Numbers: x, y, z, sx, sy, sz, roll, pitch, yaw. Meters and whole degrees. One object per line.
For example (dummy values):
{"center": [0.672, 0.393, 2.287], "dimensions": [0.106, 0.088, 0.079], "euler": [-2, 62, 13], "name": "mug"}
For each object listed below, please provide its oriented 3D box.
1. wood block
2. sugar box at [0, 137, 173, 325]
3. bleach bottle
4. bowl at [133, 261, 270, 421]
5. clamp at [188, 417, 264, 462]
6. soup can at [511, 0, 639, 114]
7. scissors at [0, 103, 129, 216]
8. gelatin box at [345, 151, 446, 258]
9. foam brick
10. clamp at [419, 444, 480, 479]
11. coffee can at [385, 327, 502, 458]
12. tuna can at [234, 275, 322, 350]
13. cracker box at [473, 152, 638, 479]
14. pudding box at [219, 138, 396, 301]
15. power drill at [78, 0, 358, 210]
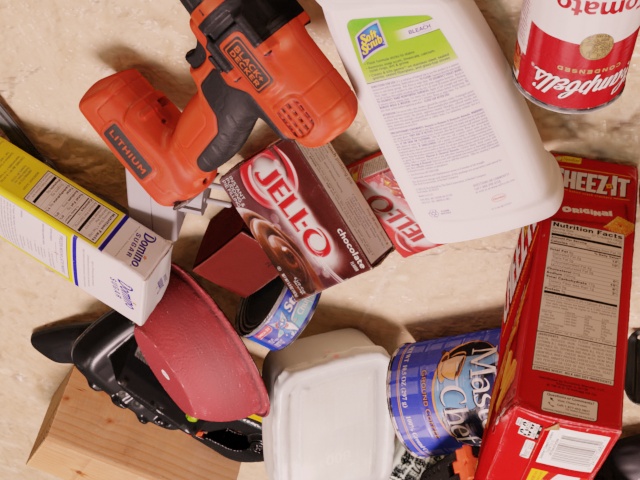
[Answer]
{"center": [-0.196, 0.227, 1.150], "dimensions": [0.206, 0.090, 0.091], "euler": [25, 142, -14], "name": "wood block"}
{"center": [-0.200, -0.010, 0.836], "dimensions": [0.176, 0.048, 0.093], "euler": [30, 152, 3], "name": "sugar box"}
{"center": [0.066, -0.113, 0.646], "dimensions": [0.103, 0.068, 0.250], "euler": [-15, 127, 17], "name": "bleach bottle"}
{"center": [-0.112, 0.099, 0.914], "dimensions": [0.162, 0.055, 0.162], "euler": [47, 158, 25], "name": "bowl"}
{"center": [-0.053, 0.197, 1.107], "dimensions": [0.171, 0.039, 0.120], "euler": [13, 123, 7], "name": "clamp"}
{"center": [0.148, -0.131, 0.600], "dimensions": [0.068, 0.068, 0.102], "euler": [9, 142, 7], "name": "soup can"}
{"center": [-0.203, -0.050, 0.858], "dimensions": [0.096, 0.016, 0.202], "euler": [8, 143, 13], "name": "scissors"}
{"center": [0.067, -0.029, 0.786], "dimensions": [0.073, 0.030, 0.089], "euler": [-20, 131, 37], "name": "gelatin box"}
{"center": [-0.056, 0.001, 0.848], "dimensions": [0.053, 0.051, 0.078], "euler": [31, 140, -22], "name": "foam brick"}
{"center": [0.148, 0.209, 0.922], "dimensions": [0.164, 0.036, 0.210], "euler": [-11, 156, 4], "name": "clamp"}
{"center": [0.141, 0.126, 0.901], "dimensions": [0.141, 0.102, 0.102], "euler": [-14, 135, 32], "name": "coffee can"}
{"center": [-0.033, 0.046, 0.869], "dimensions": [0.033, 0.086, 0.086], "euler": [29, 140, -21], "name": "tuna can"}
{"center": [0.159, 0.072, 0.735], "dimensions": [0.072, 0.213, 0.164], "euler": [12, 142, 6], "name": "cracker box"}
{"center": [-0.011, -0.020, 0.775], "dimensions": [0.090, 0.039, 0.113], "euler": [-26, 101, 48], "name": "pudding box"}
{"center": [-0.084, -0.112, 0.684], "dimensions": [0.184, 0.057, 0.188], "euler": [52, 141, -6], "name": "power drill"}
